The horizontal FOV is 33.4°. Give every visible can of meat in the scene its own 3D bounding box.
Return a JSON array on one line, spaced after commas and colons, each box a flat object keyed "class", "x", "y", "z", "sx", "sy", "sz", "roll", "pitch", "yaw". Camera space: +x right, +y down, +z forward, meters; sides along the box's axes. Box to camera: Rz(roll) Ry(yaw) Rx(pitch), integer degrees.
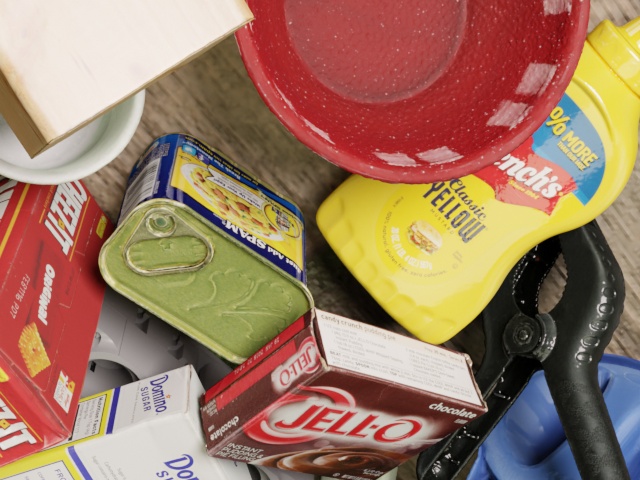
[{"class": "can of meat", "x": -0.054, "y": 0.001, "z": 0.533, "sx": 0.102, "sy": 0.084, "sz": 0.057, "roll": 34, "pitch": 115, "yaw": -20}]

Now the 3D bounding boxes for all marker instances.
[{"class": "marker", "x": 0.008, "y": -0.111, "z": 0.504, "sx": 0.121, "sy": 0.020, "sz": 0.020, "roll": 17, "pitch": 119, "yaw": -11}]

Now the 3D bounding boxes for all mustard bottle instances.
[{"class": "mustard bottle", "x": 0.094, "y": -0.041, "z": 0.521, "sx": 0.192, "sy": 0.058, "sz": 0.096, "roll": -43, "pitch": 86, "yaw": 20}]

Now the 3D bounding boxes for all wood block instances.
[{"class": "wood block", "x": -0.124, "y": -0.143, "z": 0.394, "sx": 0.090, "sy": 0.091, "sz": 0.206, "roll": -35, "pitch": 101, "yaw": -16}]

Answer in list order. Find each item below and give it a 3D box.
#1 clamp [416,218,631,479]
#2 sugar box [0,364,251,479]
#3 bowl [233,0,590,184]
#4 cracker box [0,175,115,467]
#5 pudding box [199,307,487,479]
[{"class": "clamp", "x": 0.105, "y": 0.059, "z": 0.549, "sx": 0.120, "sy": 0.171, "sz": 0.039, "roll": -9, "pitch": 152, "yaw": 36}, {"class": "sugar box", "x": -0.131, "y": 0.134, "z": 0.563, "sx": 0.176, "sy": 0.048, "sz": 0.093, "roll": -19, "pitch": 121, "yaw": 6}, {"class": "bowl", "x": 0.033, "y": -0.106, "z": 0.466, "sx": 0.162, "sy": 0.055, "sz": 0.162, "roll": -1, "pitch": 95, "yaw": -16}, {"class": "cracker box", "x": -0.215, "y": 0.055, "z": 0.516, "sx": 0.214, "sy": 0.164, "sz": 0.072, "roll": -23, "pitch": 121, "yaw": 13}, {"class": "pudding box", "x": 0.011, "y": 0.080, "z": 0.527, "sx": 0.113, "sy": 0.039, "sz": 0.090, "roll": 18, "pitch": 136, "yaw": -39}]
